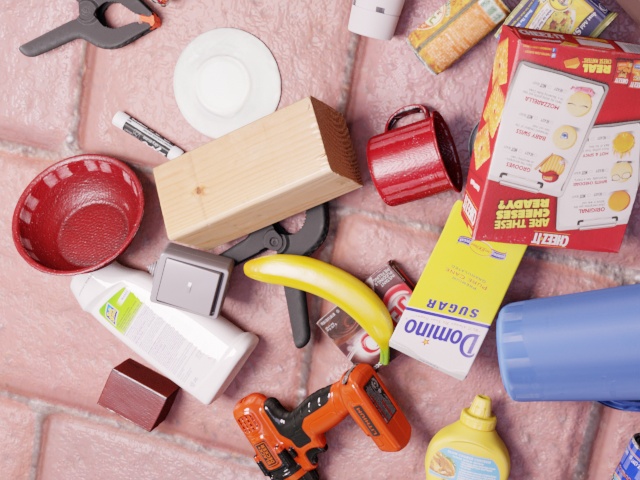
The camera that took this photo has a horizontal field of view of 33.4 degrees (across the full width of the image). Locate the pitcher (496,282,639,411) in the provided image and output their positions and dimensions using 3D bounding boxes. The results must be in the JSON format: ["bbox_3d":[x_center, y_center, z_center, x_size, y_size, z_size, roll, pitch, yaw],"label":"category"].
[{"bbox_3d":[0.318,0.117,1.136,0.243,0.144,0.149,-7,85,18],"label":"pitcher"}]

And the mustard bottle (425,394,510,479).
[{"bbox_3d":[0.165,0.268,1.223,0.096,0.058,0.192,14,103,11],"label":"mustard bottle"}]

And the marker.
[{"bbox_3d":[-0.191,-0.114,1.260,0.121,0.020,0.020,32,105,6],"label":"marker"}]

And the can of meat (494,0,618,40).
[{"bbox_3d":[0.246,-0.225,1.122,0.084,0.057,0.102,43,106,5],"label":"can of meat"}]

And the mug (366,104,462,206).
[{"bbox_3d":[0.100,-0.096,1.168,0.082,0.093,0.117,-17,65,20],"label":"mug"}]

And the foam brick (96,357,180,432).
[{"bbox_3d":[-0.220,0.188,1.301,0.078,0.053,0.051,27,104,8],"label":"foam brick"}]

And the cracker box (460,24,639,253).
[{"bbox_3d":[0.246,-0.102,1.092,0.164,0.072,0.214,5,116,-9],"label":"cracker box"}]

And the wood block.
[{"bbox_3d":[-0.070,-0.071,1.178,0.206,0.090,0.091,-21,73,22],"label":"wood block"}]

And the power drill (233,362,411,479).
[{"bbox_3d":[0.009,0.236,1.237,0.188,0.057,0.184,-29,99,28],"label":"power drill"}]

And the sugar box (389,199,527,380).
[{"bbox_3d":[0.153,0.054,1.166,0.093,0.048,0.176,25,80,7],"label":"sugar box"}]

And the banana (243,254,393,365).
[{"bbox_3d":[0.009,0.062,1.193,0.198,0.037,0.070,34,102,5],"label":"banana"}]

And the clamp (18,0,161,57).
[{"bbox_3d":[-0.272,-0.276,1.242,0.171,0.039,0.120,0,104,7],"label":"clamp"}]

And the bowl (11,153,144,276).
[{"bbox_3d":[-0.277,-0.020,1.255,0.162,0.055,0.162,-5,61,9],"label":"bowl"}]

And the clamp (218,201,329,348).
[{"bbox_3d":[-0.058,0.002,1.240,0.165,0.036,0.210,21,100,14],"label":"clamp"}]

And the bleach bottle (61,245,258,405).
[{"bbox_3d":[-0.202,0.084,1.275,0.251,0.068,0.103,36,103,7],"label":"bleach bottle"}]

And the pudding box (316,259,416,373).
[{"bbox_3d":[0.067,0.091,1.225,0.114,0.039,0.090,-41,90,16],"label":"pudding box"}]
